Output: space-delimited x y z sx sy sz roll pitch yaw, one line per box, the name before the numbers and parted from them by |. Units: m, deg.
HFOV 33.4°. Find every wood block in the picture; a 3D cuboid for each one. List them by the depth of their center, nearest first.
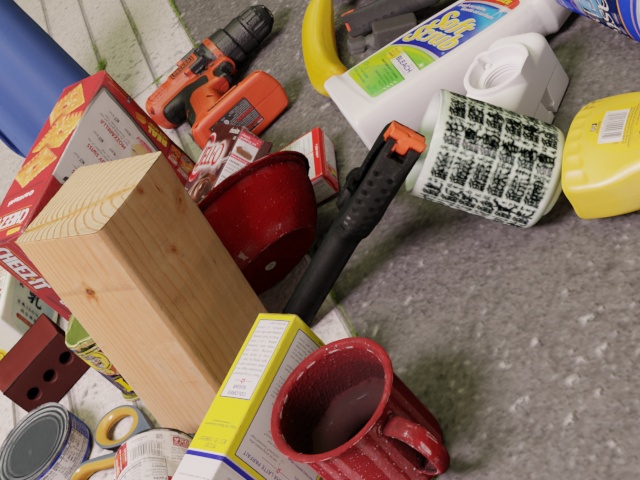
wood block | -0.118 0.046 0.806 0.091 0.206 0.090 -6 38 36

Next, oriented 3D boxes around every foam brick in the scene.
foam brick | -0.265 0.120 1.016 0.078 0.053 0.051 -50 35 -9

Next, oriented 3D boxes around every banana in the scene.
banana | 0.004 -0.196 1.092 0.037 0.070 0.198 0 46 -8

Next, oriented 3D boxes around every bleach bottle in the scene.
bleach bottle | 0.129 -0.176 0.947 0.251 0.068 0.103 -36 36 5

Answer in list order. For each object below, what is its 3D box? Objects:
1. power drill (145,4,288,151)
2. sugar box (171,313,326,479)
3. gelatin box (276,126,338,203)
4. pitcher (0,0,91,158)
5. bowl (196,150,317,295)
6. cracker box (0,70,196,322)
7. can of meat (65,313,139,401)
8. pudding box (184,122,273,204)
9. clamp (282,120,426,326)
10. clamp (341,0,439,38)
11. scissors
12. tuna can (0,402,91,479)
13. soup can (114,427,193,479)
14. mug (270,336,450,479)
power drill | -0.101 -0.173 1.172 0.184 0.057 0.188 -45 32 3
sugar box | -0.042 0.148 0.734 0.048 0.093 0.176 1 53 45
gelatin box | -0.027 -0.055 0.994 0.089 0.030 0.073 -30 36 21
pitcher | -0.364 -0.190 1.280 0.149 0.242 0.145 -40 33 0
bowl | -0.056 0.001 0.891 0.162 0.162 0.055 -42 72 0
cracker box | -0.211 -0.031 1.028 0.072 0.164 0.213 -16 42 35
can of meat | -0.157 0.084 0.922 0.102 0.084 0.057 -23 39 25
pudding box | -0.093 -0.064 1.018 0.090 0.039 0.114 -65 22 -1
clamp | 0.028 -0.021 0.820 0.164 0.036 0.210 -65 5 -23
clamp | 0.081 -0.233 1.044 0.172 0.039 0.120 -19 6 39
scissors | -0.125 0.155 0.875 0.202 0.016 0.096 -27 37 20
tuna can | -0.243 0.187 0.938 0.086 0.033 0.086 -26 38 22
soup can | -0.115 0.194 0.776 0.068 0.068 0.102 -34 35 11
mug | 0.036 0.125 0.693 0.117 0.081 0.093 5 56 47
